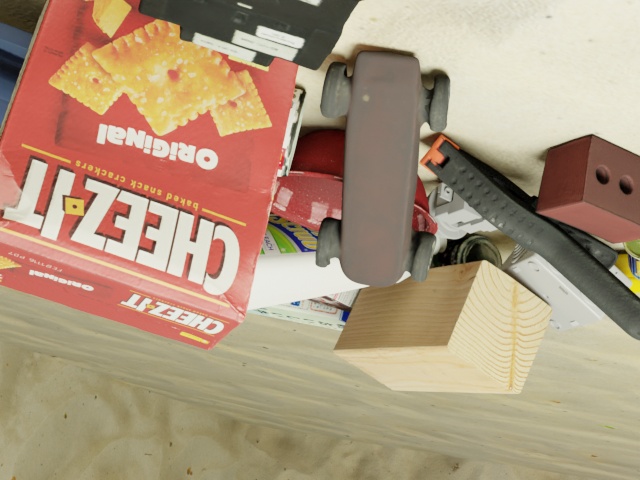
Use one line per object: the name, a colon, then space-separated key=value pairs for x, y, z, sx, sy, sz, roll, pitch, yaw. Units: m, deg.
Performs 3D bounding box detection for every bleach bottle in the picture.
bleach bottle: x=-0.003 y=0.009 z=0.992 sx=0.250 sy=0.068 sz=0.103 roll=-8 pitch=-145 yaw=-22

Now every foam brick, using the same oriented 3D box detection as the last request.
foam brick: x=0.207 y=-0.036 z=0.781 sx=0.078 sy=0.053 sz=0.051 roll=19 pitch=164 yaw=-23

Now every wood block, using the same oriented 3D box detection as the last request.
wood block: x=0.111 y=0.087 z=1.021 sx=0.090 sy=0.090 sz=0.206 roll=34 pitch=159 yaw=-20

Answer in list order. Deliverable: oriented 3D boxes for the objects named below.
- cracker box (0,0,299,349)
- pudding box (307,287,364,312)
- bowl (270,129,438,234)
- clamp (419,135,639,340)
cracker box: x=-0.109 y=-0.062 z=0.655 sx=0.164 sy=0.213 sz=0.072 roll=20 pitch=152 yaw=-18
pudding box: x=-0.002 y=0.045 z=1.148 sx=0.089 sy=0.039 sz=0.114 roll=26 pitch=169 yaw=-37
bowl: x=0.023 y=-0.049 z=0.888 sx=0.162 sy=0.055 sz=0.162 roll=13 pitch=165 yaw=3
clamp: x=0.169 y=-0.007 z=0.820 sx=0.210 sy=0.036 sz=0.164 roll=33 pitch=-164 yaw=-14
